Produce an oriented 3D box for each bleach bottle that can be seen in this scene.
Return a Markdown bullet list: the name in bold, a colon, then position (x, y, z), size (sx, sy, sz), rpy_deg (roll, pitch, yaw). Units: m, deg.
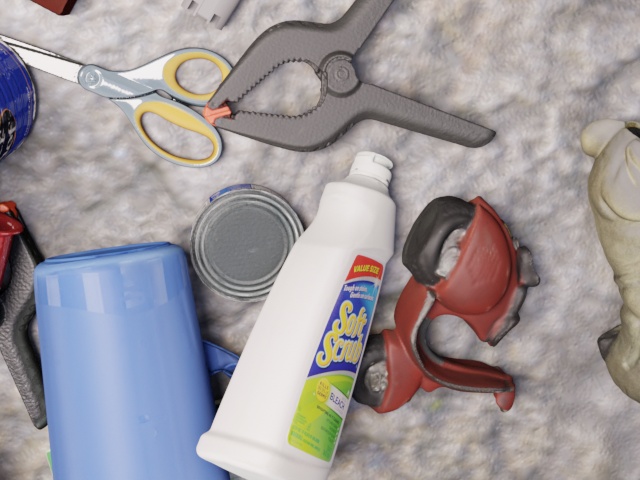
- **bleach bottle**: position (-0.002, 0.049, 0.758), size (0.068, 0.102, 0.250), rpy_deg (8, 70, 32)

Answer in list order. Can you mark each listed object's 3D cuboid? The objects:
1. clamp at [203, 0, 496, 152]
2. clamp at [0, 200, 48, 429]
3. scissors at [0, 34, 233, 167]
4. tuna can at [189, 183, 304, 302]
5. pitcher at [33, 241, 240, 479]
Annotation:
- **clamp**: position (0.015, -0.131, 0.773), size (0.210, 0.036, 0.164), rpy_deg (-12, 97, -7)
- **clamp**: position (-0.257, 0.056, 0.788), size (0.120, 0.039, 0.171), rpy_deg (1, 95, -11)
- **scissors**: position (-0.147, -0.129, 0.772), size (0.201, 0.016, 0.096), rpy_deg (35, 94, -12)
- **tuna can**: position (-0.055, 0.001, 0.800), size (0.086, 0.034, 0.086), rpy_deg (-1, 102, -6)
- **pitcher**: position (-0.124, 0.125, 0.768), size (0.145, 0.149, 0.243), rpy_deg (-6, 94, 22)
